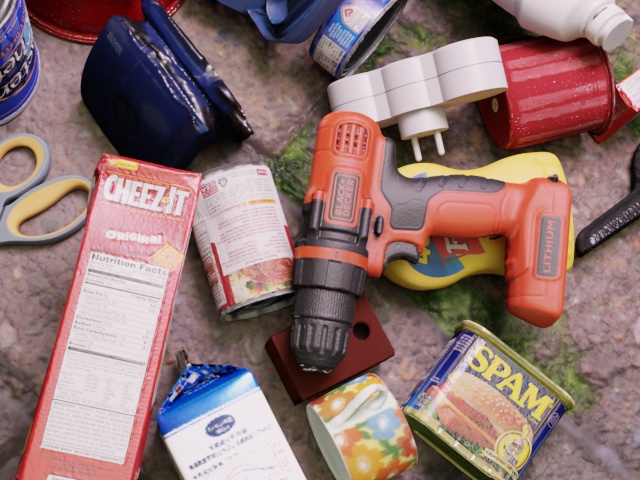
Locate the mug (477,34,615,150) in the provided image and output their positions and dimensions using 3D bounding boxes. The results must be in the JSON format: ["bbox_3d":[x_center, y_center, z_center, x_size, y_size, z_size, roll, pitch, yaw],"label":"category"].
[{"bbox_3d":[0.169,-0.126,0.844,0.081,0.093,0.117,-14,47,-8],"label":"mug"}]

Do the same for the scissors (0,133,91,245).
[{"bbox_3d":[-0.263,-0.012,0.778,0.201,0.016,0.096,-23,79,-14],"label":"scissors"}]

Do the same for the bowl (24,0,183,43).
[{"bbox_3d":[-0.175,-0.238,0.830,0.162,0.055,0.162,2,75,-9],"label":"bowl"}]

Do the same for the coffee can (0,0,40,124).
[{"bbox_3d":[-0.256,-0.149,0.749,0.102,0.140,0.103,2,75,-8],"label":"coffee can"}]

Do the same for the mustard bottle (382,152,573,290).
[{"bbox_3d":[0.092,-0.012,0.811,0.191,0.058,0.096,-6,86,-10],"label":"mustard bottle"}]

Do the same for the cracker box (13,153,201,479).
[{"bbox_3d":[-0.138,0.070,0.699,0.072,0.164,0.213,13,74,-8],"label":"cracker box"}]

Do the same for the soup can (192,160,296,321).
[{"bbox_3d":[-0.055,0.001,0.780,0.068,0.068,0.102,-15,78,-13],"label":"soup can"}]

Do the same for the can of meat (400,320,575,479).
[{"bbox_3d":[0.119,0.123,0.781,0.102,0.057,0.084,39,75,2],"label":"can of meat"}]

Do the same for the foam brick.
[{"bbox_3d":[0.006,0.079,0.777,0.078,0.051,0.053,-26,81,-15],"label":"foam brick"}]

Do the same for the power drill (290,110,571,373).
[{"bbox_3d":[0.075,0.011,0.744,0.187,0.057,0.184,9,80,-7],"label":"power drill"}]

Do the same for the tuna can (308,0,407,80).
[{"bbox_3d":[0.029,-0.167,0.828,0.034,0.086,0.086,39,73,4],"label":"tuna can"}]
